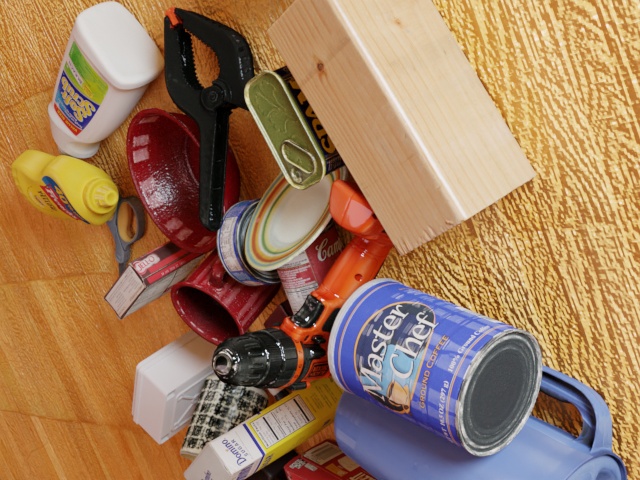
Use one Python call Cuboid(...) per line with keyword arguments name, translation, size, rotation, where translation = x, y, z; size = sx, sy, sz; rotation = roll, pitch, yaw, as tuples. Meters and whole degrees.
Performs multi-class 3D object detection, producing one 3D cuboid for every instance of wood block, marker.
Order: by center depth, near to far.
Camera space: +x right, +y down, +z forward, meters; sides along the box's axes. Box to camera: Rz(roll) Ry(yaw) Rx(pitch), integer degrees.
Cuboid(name="wood block", translation=(0.060, -0.106, 0.820), size=(0.206, 0.090, 0.091), rotation=(59, 146, 1))
Cuboid(name="marker", translation=(-0.065, 0.146, 1.209), size=(0.121, 0.020, 0.020), rotation=(54, 144, 9))

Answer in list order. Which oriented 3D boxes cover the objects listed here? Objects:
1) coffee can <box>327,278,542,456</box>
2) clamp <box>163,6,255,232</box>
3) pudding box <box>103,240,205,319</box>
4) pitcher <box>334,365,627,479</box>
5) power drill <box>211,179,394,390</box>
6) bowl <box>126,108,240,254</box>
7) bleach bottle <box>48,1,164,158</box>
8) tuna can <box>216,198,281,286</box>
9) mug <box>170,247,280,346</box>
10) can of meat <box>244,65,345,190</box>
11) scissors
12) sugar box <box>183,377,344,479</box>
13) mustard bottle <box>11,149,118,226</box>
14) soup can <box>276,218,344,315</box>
Cuboid(name="coffee can", translation=(0.090, 0.098, 0.854), size=(0.141, 0.102, 0.103), rotation=(20, 129, 44))
Cuboid(name="clamp", translation=(-0.081, -0.134, 0.995), size=(0.165, 0.036, 0.210), rotation=(-27, 80, 26))
Cuboid(name="pudding box", translation=(-0.192, 0.040, 1.230), size=(0.039, 0.089, 0.114), rotation=(54, 145, 7))
Cuboid(name="pitcher", translation=(0.131, 0.180, 0.915), size=(0.243, 0.149, 0.145), rotation=(26, 148, 43))
Cuboid(name="power drill", translation=(0.000, 0.042, 0.896), size=(0.057, 0.184, 0.188), rotation=(37, 105, 24))
Cuboid(name="bowl", translation=(-0.133, -0.069, 1.112), size=(0.162, 0.055, 0.162), rotation=(30, 135, 36))
Cuboid(name="bleach bottle", translation=(-0.253, -0.156, 1.196), size=(0.102, 0.068, 0.251), rotation=(54, 147, 7))
Cuboid(name="tuna can", translation=(-0.057, 0.001, 1.042), size=(0.034, 0.086, 0.086), rotation=(-6, 109, 51))
Cuboid(name="mug", translation=(-0.095, 0.045, 1.103), size=(0.093, 0.081, 0.117), rotation=(28, 145, 17))
Cuboid(name="can of meat", translation=(-0.002, -0.106, 0.900), size=(0.058, 0.083, 0.102), rotation=(-25, 94, 55))
Cuboid(name="scissors", translation=(-0.260, -0.001, 1.351), size=(0.096, 0.016, 0.202), rotation=(50, 143, 17))
Cuboid(name="sugar box", translation=(-0.048, 0.197, 1.088), size=(0.048, 0.175, 0.093), rotation=(52, 144, 12))
Cuboid(name="mustard bottle", translation=(-0.297, -0.060, 1.284), size=(0.192, 0.058, 0.096), rotation=(11, 141, 50))
Cuboid(name="soup can", translation=(-0.002, 0.038, 1.015), size=(0.069, 0.068, 0.102), rotation=(-3, 112, 52))
